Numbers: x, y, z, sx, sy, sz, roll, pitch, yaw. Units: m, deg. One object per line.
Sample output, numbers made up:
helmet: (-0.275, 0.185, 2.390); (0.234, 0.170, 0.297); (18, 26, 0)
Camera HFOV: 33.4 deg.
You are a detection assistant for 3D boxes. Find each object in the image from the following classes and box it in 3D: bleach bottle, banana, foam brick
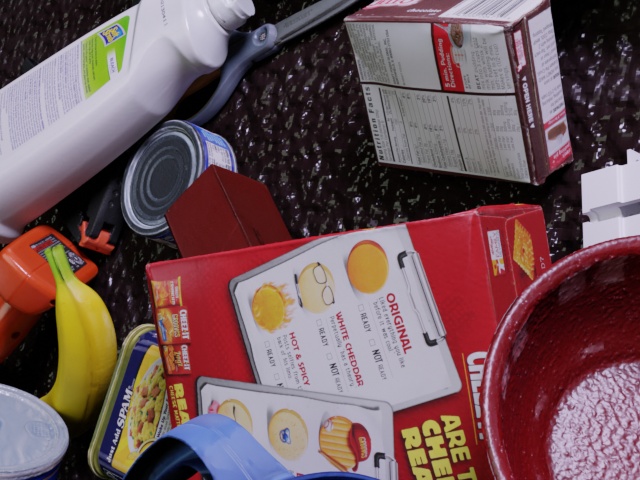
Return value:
bleach bottle: (-0.152, -0.098, 0.744); (0.251, 0.068, 0.102); (-28, 56, 21)
banana: (-0.163, 0.087, 0.706); (0.070, 0.037, 0.198); (59, 146, 31)
foam brick: (-0.054, 0.001, 0.668); (0.051, 0.052, 0.078); (-44, 50, 22)

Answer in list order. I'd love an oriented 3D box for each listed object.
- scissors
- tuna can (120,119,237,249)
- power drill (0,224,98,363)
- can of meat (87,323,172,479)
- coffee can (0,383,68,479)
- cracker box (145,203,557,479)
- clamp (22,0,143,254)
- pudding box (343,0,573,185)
scissors: (-0.046, -0.149, 0.740); (0.202, 0.016, 0.096); (-35, 54, 28)
tuna can: (-0.099, -0.039, 0.736); (0.086, 0.033, 0.086); (-16, 64, 38)
power drill: (-0.248, 0.081, 0.755); (0.188, 0.057, 0.184); (-47, 6, 13)
can of meat: (-0.086, 0.111, 0.655); (0.084, 0.057, 0.102); (13, 84, 43)
coffee can: (-0.226, 0.174, 0.671); (0.103, 0.102, 0.140); (37, 115, 43)
cracker box: (0.017, 0.077, 0.535); (0.214, 0.071, 0.164); (-9, 90, 39)
clamp: (-0.181, -0.087, 0.826); (0.165, 0.036, 0.210); (-16, 65, 37)
pudding box: (0.071, -0.080, 0.561); (0.114, 0.039, 0.090); (14, 129, 46)
